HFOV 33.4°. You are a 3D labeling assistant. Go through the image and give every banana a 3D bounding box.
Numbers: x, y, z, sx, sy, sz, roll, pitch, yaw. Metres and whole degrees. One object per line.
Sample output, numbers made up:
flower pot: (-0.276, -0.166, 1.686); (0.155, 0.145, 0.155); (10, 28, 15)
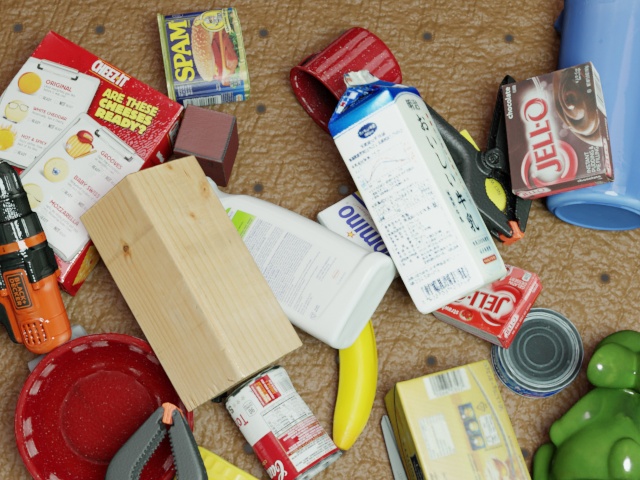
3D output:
banana: (0.021, 0.101, 1.041); (0.070, 0.037, 0.198); (-21, 73, 14)

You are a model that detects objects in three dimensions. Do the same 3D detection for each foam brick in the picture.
foam brick: (-0.114, -0.094, 1.073); (0.053, 0.078, 0.051); (14, 74, 1)

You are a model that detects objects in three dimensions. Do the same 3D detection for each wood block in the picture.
wood block: (-0.120, 0.038, 0.982); (0.090, 0.091, 0.206); (-24, 82, -51)

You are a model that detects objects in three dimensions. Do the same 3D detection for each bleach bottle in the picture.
bleach bottle: (-0.057, 0.001, 1.033); (0.251, 0.068, 0.102); (32, 92, 23)

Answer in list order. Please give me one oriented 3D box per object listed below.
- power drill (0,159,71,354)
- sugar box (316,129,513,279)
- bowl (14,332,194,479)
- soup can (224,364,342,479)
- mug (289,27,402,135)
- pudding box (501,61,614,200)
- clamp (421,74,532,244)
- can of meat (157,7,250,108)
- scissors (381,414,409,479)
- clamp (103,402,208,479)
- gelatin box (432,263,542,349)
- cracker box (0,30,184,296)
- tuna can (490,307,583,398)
power drill: (-0.337, 0.029, 0.995); (0.188, 0.057, 0.184); (-12, 100, 17)
sugar box: (0.094, -0.028, 1.071); (0.176, 0.048, 0.093); (-30, 79, -10)
bowl: (-0.200, 0.167, 0.998); (0.162, 0.055, 0.162); (1, 84, -9)
soup can: (-0.036, 0.176, 0.999); (0.068, 0.068, 0.102); (-33, 76, -10)
mug: (0.022, -0.167, 1.098); (0.081, 0.093, 0.117); (-42, 42, -16)
pudding box: (0.223, -0.101, 1.003); (0.090, 0.039, 0.113); (-12, 69, 29)
clamp: (0.151, -0.078, 1.041); (0.120, 0.039, 0.171); (-7, 74, -9)
can of meat: (-0.121, -0.190, 1.112); (0.084, 0.057, 0.102); (-8, 74, -5)
scissors: (0.074, 0.274, 0.999); (0.096, 0.016, 0.202); (-29, 76, -9)
clamp: (-0.161, 0.248, 0.938); (0.164, 0.036, 0.210); (1, 72, 7)
gelatin box: (0.160, 0.055, 1.036); (0.089, 0.030, 0.073); (23, 73, 39)
cracker box: (-0.259, -0.077, 1.070); (0.164, 0.072, 0.213); (30, 75, 6)
tuna can: (0.211, 0.109, 1.039); (0.086, 0.034, 0.086); (0, 74, -1)
